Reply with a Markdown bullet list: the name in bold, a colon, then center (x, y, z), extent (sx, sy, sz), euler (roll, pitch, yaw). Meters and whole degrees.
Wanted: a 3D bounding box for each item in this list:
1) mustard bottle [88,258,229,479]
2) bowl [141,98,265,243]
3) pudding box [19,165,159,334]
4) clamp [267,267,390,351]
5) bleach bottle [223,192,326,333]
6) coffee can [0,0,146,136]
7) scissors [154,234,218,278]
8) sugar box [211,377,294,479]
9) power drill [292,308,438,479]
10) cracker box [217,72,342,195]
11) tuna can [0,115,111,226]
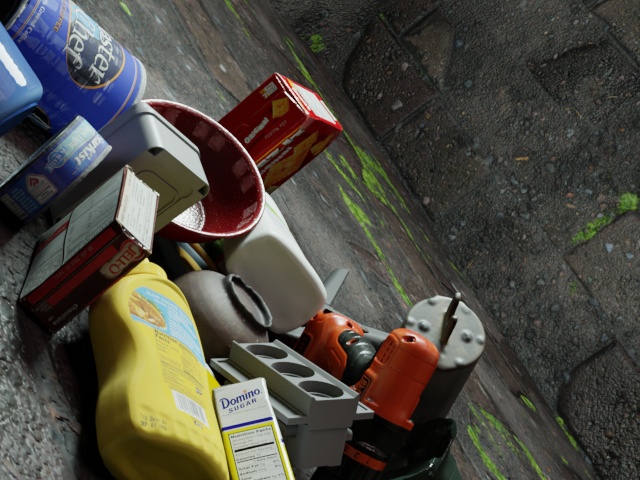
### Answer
- **mustard bottle**: center (-0.115, 0.080, 0.724), extent (0.096, 0.058, 0.192), euler (41, 22, -41)
- **bowl**: center (-0.132, -0.052, 0.980), extent (0.162, 0.055, 0.162), euler (25, 40, -23)
- **pudding box**: center (-0.158, 0.004, 0.743), extent (0.039, 0.090, 0.113), euler (48, 12, -23)
- **clamp**: center (-0.002, 0.078, 1.090), extent (0.209, 0.036, 0.165), euler (3, 30, -37)
- **bleach bottle**: center (-0.057, 0.001, 1.085), extent (0.102, 0.068, 0.251), euler (53, 4, -18)
- **coffee can**: center (-0.231, -0.154, 0.903), extent (0.140, 0.103, 0.103), euler (42, 15, -45)
- **scissors**: center (-0.160, -0.015, 0.995), extent (0.201, 0.016, 0.096), euler (45, 14, -36)
- **sugar box**: center (-0.035, 0.186, 0.715), extent (0.176, 0.048, 0.093), euler (-117, -162, -52)
- **power drill**: center (0.016, 0.145, 0.924), extent (0.057, 0.184, 0.188), euler (31, 0, -22)
- **cracker box**: center (-0.070, -0.114, 1.295), extent (0.072, 0.164, 0.213), euler (52, 10, 6)
- **tuna can**: center (-0.195, -0.051, 0.776), extent (0.033, 0.086, 0.086), euler (48, 12, -15)
